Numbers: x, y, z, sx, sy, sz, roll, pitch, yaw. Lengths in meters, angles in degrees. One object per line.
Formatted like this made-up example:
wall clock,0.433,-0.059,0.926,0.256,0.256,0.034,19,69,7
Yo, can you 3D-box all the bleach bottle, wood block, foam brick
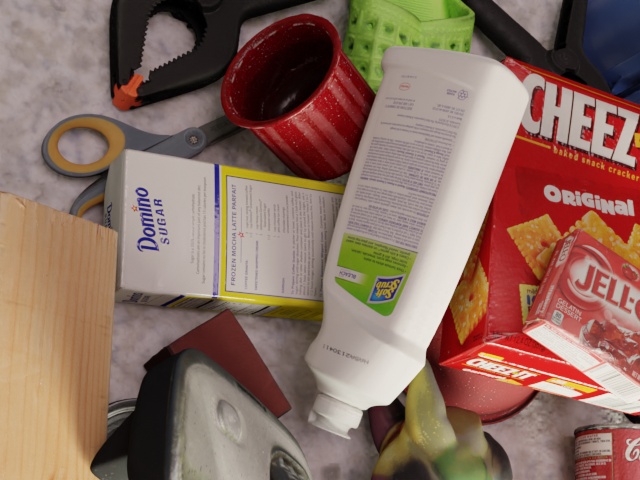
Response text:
bleach bottle,0.046,0.002,0.687,0.068,0.103,0.251,31,78,-48
wood block,-0.177,0.089,0.586,0.090,0.090,0.206,24,59,-49
foam brick,-0.066,0.092,0.675,0.051,0.053,0.078,-31,86,-30

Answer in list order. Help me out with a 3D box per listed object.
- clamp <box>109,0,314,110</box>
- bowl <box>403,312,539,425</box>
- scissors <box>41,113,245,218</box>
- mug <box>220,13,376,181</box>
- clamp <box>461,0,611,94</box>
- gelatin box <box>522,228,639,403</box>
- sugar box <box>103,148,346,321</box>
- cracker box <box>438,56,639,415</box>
clamp,-0.079,-0.171,0.770,0.164,0.036,0.210,29,65,-13
bowl,0.118,0.050,0.774,0.161,0.055,0.162,9,69,-23
scissors,-0.107,-0.078,0.735,0.096,0.016,0.201,47,60,-7
mug,-0.008,-0.104,0.741,0.081,0.093,0.117,45,39,-46
clamp,0.199,-0.147,0.882,0.120,0.039,0.171,-20,75,-19
gelatin box,0.177,0.046,0.666,0.089,0.030,0.073,34,61,-9
sugar box,-0.055,0.001,0.708,0.176,0.048,0.093,8,72,-26
cracker box,0.176,-0.002,0.743,0.164,0.072,0.213,16,66,-18
